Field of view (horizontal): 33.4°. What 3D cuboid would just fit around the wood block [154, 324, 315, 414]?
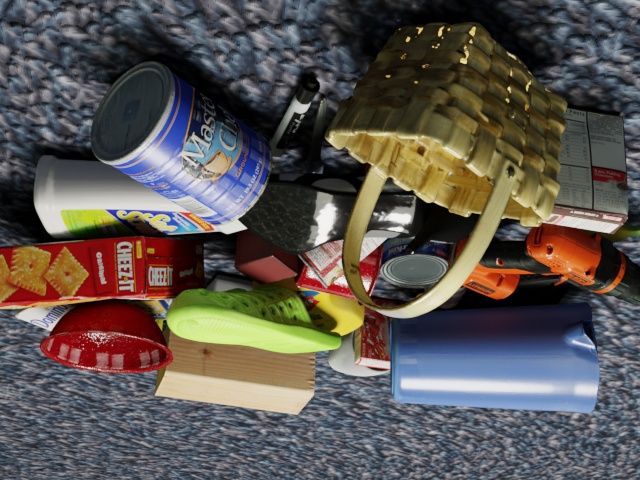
[{"bbox_3d":[-0.117,0.174,1.486,0.206,0.091,0.090,10,149,-14],"label":"wood block"}]

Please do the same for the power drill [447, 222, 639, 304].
[{"bbox_3d":[0.249,0.029,1.181,0.184,0.057,0.188,26,159,-33],"label":"power drill"}]

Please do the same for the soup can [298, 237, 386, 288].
[{"bbox_3d":[0.024,-0.008,1.119,0.102,0.069,0.068,-40,144,0],"label":"soup can"}]

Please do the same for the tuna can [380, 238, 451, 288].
[{"bbox_3d":[0.113,0.022,1.251,0.086,0.033,0.086,2,151,1],"label":"tuna can"}]

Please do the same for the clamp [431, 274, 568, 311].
[{"bbox_3d":[0.240,0.080,1.342,0.164,0.036,0.210,24,144,-33],"label":"clamp"}]

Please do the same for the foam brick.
[{"bbox_3d":[-0.058,0.001,1.181,0.053,0.078,0.051,-15,145,28],"label":"foam brick"}]

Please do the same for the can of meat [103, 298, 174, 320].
[{"bbox_3d":[-0.233,0.062,1.327,0.102,0.057,0.084,-3,153,10],"label":"can of meat"}]

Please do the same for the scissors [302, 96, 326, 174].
[{"bbox_3d":[0.006,-0.073,1.095,0.096,0.016,0.202,-15,144,-37],"label":"scissors"}]

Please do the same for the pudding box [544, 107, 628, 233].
[{"bbox_3d":[0.238,-0.069,0.995,0.090,0.113,0.039,8,154,-9],"label":"pudding box"}]

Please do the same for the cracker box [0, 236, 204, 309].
[{"bbox_3d":[-0.257,0.037,1.195,0.214,0.072,0.164,-3,178,17],"label":"cracker box"}]

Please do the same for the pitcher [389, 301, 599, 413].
[{"bbox_3d":[0.206,0.147,1.293,0.243,0.149,0.145,0,-165,2],"label":"pitcher"}]

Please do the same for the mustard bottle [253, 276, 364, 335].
[{"bbox_3d":[-0.027,0.059,1.304,0.096,0.058,0.191,-8,150,28],"label":"mustard bottle"}]

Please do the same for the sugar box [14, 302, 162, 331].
[{"bbox_3d":[-0.306,0.102,1.415,0.176,0.048,0.094,26,144,-37],"label":"sugar box"}]

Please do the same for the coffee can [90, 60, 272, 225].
[{"bbox_3d":[-0.128,-0.088,0.997,0.103,0.103,0.140,-19,145,34],"label":"coffee can"}]

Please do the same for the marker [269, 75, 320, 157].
[{"bbox_3d":[-0.026,-0.118,1.021,0.020,0.020,0.121,11,150,-15],"label":"marker"}]

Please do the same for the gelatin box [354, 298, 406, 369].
[{"bbox_3d":[0.082,0.120,1.373,0.073,0.089,0.030,9,151,-13],"label":"gelatin box"}]

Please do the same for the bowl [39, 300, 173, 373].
[{"bbox_3d":[-0.258,0.114,1.307,0.162,0.055,0.162,2,156,1],"label":"bowl"}]

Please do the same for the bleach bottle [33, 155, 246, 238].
[{"bbox_3d":[-0.165,-0.044,1.124,0.251,0.068,0.102,0,154,1],"label":"bleach bottle"}]

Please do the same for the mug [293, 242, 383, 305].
[{"bbox_3d":[0.017,0.018,1.211,0.081,0.093,0.117,13,-174,-9],"label":"mug"}]
